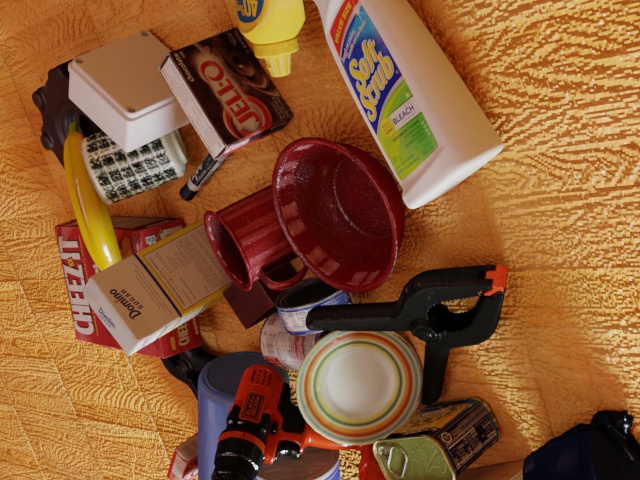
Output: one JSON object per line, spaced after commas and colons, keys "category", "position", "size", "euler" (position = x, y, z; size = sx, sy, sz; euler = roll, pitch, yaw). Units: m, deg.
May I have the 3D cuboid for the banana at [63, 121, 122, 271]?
{"category": "banana", "position": [-0.266, -0.042, 1.254], "size": [0.037, 0.069, 0.198], "euler": [-10, 100, 9]}

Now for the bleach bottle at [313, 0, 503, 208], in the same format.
{"category": "bleach bottle", "position": [0.052, -0.158, 0.919], "size": [0.251, 0.067, 0.103], "euler": [58, 144, 6]}

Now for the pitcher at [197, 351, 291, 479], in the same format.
{"category": "pitcher", "position": [-0.079, 0.262, 1.302], "size": [0.145, 0.149, 0.243], "euler": [38, 137, 48]}

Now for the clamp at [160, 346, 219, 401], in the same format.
{"category": "clamp", "position": [-0.165, 0.173, 1.395], "size": [0.172, 0.039, 0.120], "euler": [34, 125, 38]}

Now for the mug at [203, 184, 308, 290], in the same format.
{"category": "mug", "position": [-0.057, 0.001, 1.111], "size": [0.117, 0.081, 0.093], "euler": [50, 157, 28]}

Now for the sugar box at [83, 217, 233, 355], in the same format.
{"category": "sugar box", "position": [-0.173, 0.049, 1.212], "size": [0.093, 0.175, 0.048], "euler": [52, 142, 9]}

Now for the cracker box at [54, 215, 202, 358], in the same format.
{"category": "cracker box", "position": [-0.250, 0.055, 1.370], "size": [0.214, 0.071, 0.164], "euler": [3, 105, 47]}

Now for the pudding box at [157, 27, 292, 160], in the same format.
{"category": "pudding box", "position": [-0.095, -0.147, 1.067], "size": [0.113, 0.089, 0.039], "euler": [56, 143, 5]}

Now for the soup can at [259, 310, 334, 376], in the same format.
{"category": "soup can", "position": [-0.011, 0.110, 1.158], "size": [0.102, 0.068, 0.068], "euler": [0, 114, 49]}

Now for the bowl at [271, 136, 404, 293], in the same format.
{"category": "bowl", "position": [0.028, -0.033, 1.031], "size": [0.162, 0.055, 0.162], "euler": [28, 132, 35]}

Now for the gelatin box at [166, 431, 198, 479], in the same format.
{"category": "gelatin box", "position": [-0.158, 0.281, 1.420], "size": [0.030, 0.089, 0.073], "euler": [43, 140, 19]}

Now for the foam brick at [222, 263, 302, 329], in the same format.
{"category": "foam brick", "position": [-0.064, 0.055, 1.196], "size": [0.053, 0.051, 0.078], "euler": [56, 142, 6]}

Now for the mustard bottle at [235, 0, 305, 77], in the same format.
{"category": "mustard bottle", "position": [-0.052, -0.241, 0.951], "size": [0.096, 0.058, 0.191], "euler": [30, 134, 60]}

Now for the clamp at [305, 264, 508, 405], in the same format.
{"category": "clamp", "position": [0.108, 0.084, 1.011], "size": [0.164, 0.036, 0.210], "euler": [39, 135, -22]}

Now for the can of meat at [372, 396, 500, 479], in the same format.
{"category": "can of meat", "position": [0.116, 0.200, 1.060], "size": [0.102, 0.083, 0.057], "euler": [-20, 98, 52]}

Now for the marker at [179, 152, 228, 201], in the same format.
{"category": "marker", "position": [-0.133, -0.077, 1.213], "size": [0.020, 0.020, 0.121], "euler": [55, 143, 6]}

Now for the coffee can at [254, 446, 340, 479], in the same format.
{"category": "coffee can", "position": [-0.025, 0.297, 1.212], "size": [0.103, 0.102, 0.140], "euler": [21, 127, 39]}

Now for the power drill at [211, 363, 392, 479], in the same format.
{"category": "power drill", "position": [-0.015, 0.224, 1.124], "size": [0.187, 0.184, 0.057], "euler": [15, 137, 1]}

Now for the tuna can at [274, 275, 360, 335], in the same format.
{"category": "tuna can", "position": [-0.002, 0.065, 1.105], "size": [0.086, 0.086, 0.034], "euler": [-2, 113, 49]}
